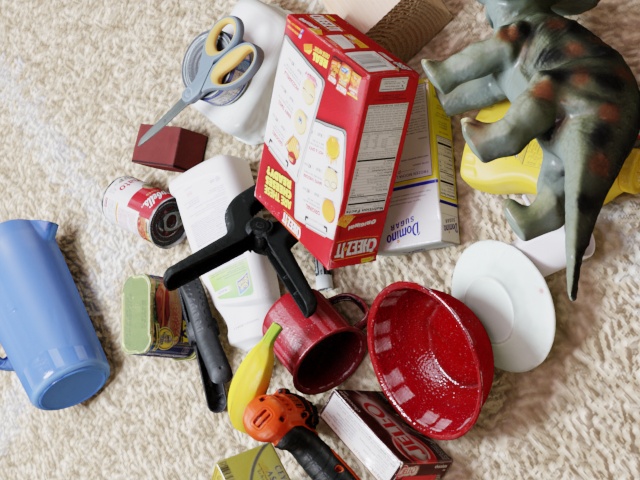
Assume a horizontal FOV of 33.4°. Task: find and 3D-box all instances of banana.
[{"bbox_3d":[-0.070,0.166,1.133,0.037,0.069,0.198,40,146,18],"label":"banana"}]

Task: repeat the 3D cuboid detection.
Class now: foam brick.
[{"bbox_3d":[-0.190,-0.115,1.349,0.078,0.052,0.051,10,88,38],"label":"foam brick"}]

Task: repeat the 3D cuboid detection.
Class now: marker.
[{"bbox_3d":[-0.001,-0.003,1.202,0.020,0.020,0.121,-17,72,35],"label":"marker"}]

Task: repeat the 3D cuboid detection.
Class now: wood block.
[{"bbox_3d":[0.045,-0.299,1.176,0.091,0.090,0.206,-42,58,24],"label":"wood block"}]

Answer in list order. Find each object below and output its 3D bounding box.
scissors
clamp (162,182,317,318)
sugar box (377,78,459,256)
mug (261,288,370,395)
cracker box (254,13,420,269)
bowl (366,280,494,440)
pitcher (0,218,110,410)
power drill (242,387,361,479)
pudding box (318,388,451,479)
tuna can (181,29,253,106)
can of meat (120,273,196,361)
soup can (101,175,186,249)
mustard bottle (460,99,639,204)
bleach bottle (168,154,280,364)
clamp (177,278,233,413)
[{"bbox_3d":[-0.146,-0.188,1.227,0.202,0.016,0.096,-22,68,33],"label":"scissors"},{"bbox_3d":[-0.058,0.001,1.170,0.164,0.209,0.036,16,134,11],"label":"clamp"},{"bbox_3d":[0.093,-0.076,1.126,0.094,0.048,0.176,-10,79,37],"label":"sugar box"},{"bbox_3d":[-0.001,0.098,1.148,0.117,0.093,0.082,-36,51,-8],"label":"mug"},{"bbox_3d":[0.013,-0.104,1.094,0.164,0.072,0.214,45,133,45],"label":"cracker box"},{"bbox_3d":[0.117,0.110,1.043,0.162,0.055,0.162,27,125,46],"label":"bowl"},{"bbox_3d":[-0.380,0.106,1.410,0.243,0.144,0.149,57,147,27],"label":"pitcher"},{"bbox_3d":[0.011,0.227,1.080,0.188,0.184,0.057,41,93,16],"label":"power drill"},{"bbox_3d":[0.065,0.197,1.068,0.114,0.089,0.039,41,107,36],"label":"pudding box"},{"bbox_3d":[-0.122,-0.202,1.244,0.086,0.033,0.086,-8,78,37],"label":"tuna can"},{"bbox_3d":[-0.194,0.093,1.293,0.058,0.083,0.102,-11,75,37],"label":"can of meat"},{"bbox_3d":[-0.220,-0.037,1.348,0.102,0.068,0.068,24,96,39],"label":"soup can"},{"bbox_3d":[0.232,-0.078,1.008,0.192,0.058,0.096,16,78,39],"label":"mustard bottle"},{"bbox_3d":[-0.102,0.031,1.248,0.103,0.068,0.251,-26,68,30],"label":"bleach bottle"},{"bbox_3d":[-0.136,0.117,1.247,0.120,0.039,0.171,107,149,-52],"label":"clamp"}]
